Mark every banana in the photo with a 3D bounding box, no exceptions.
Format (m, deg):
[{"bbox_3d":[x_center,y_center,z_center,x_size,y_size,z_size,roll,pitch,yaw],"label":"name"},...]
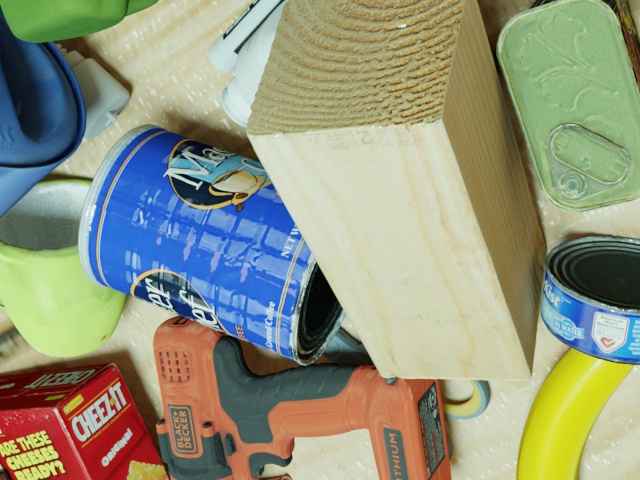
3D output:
[{"bbox_3d":[0.154,0.127,0.643,0.070,0.037,0.198,4,114,11],"label":"banana"}]

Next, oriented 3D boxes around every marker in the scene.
[{"bbox_3d":[-0.021,-0.140,0.603,0.020,0.020,0.121,47,120,-3],"label":"marker"}]

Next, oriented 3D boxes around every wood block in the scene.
[{"bbox_3d":[0.048,-0.020,0.534,0.090,0.090,0.206,-2,143,22],"label":"wood block"}]

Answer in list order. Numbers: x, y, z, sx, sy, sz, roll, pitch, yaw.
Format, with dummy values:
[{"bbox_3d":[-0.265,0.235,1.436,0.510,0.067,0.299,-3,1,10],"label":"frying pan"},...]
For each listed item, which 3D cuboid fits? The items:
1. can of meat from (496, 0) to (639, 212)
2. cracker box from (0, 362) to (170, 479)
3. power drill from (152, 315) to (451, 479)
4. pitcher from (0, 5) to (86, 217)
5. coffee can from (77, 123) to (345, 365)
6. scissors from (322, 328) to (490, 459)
[{"bbox_3d":[0.133,-0.077,0.533,0.058,0.083,0.102,-15,106,26],"label":"can of meat"},{"bbox_3d":[-0.179,0.200,0.774,0.164,0.072,0.213,-11,108,35],"label":"cracker box"},{"bbox_3d":[-0.015,0.137,0.675,0.188,0.057,0.184,-2,107,23],"label":"power drill"},{"bbox_3d":[-0.257,-0.039,0.632,0.243,0.149,0.145,-38,80,31],"label":"pitcher"},{"bbox_3d":[-0.054,0.001,0.623,0.140,0.102,0.103,20,118,17],"label":"coffee can"},{"bbox_3d":[0.027,0.062,0.675,0.096,0.016,0.201,-36,96,28],"label":"scissors"}]
